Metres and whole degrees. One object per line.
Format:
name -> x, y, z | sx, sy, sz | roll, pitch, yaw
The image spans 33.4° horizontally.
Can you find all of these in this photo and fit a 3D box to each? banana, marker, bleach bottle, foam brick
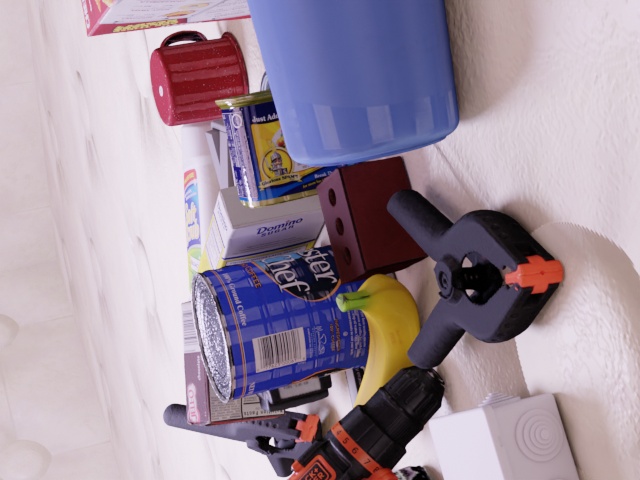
banana -> 0.042, 0.085, 0.783 | 0.037, 0.069, 0.198 | 53, 159, 39
marker -> 0.029, 0.107, 0.912 | 0.020, 0.020, 0.121 | 169, 89, -72
bleach bottle -> -0.123, -0.037, 1.202 | 0.103, 0.068, 0.251 | -154, 56, -66
foam brick -> 0.036, -0.015, 0.764 | 0.053, 0.051, 0.078 | 143, 113, -70

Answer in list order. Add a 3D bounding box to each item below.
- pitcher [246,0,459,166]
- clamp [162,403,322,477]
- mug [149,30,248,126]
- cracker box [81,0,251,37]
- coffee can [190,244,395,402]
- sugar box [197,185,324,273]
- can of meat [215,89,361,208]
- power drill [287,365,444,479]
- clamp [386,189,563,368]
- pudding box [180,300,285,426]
pitcher -> 0.004, -0.173, 0.645 | 0.149, 0.145, 0.243 | -49, -52, -73
clamp -> -0.052, 0.206, 1.107 | 0.210, 0.164, 0.036 | -17, 48, 53
mug -> -0.131, -0.173, 1.105 | 0.093, 0.081, 0.117 | 108, 145, -56
cracker box -> -0.099, -0.222, 0.855 | 0.214, 0.164, 0.072 | -176, 76, -71
coffee can -> -0.020, 0.060, 0.834 | 0.103, 0.140, 0.103 | 168, 90, -72
sugar box -> -0.056, 0.001, 0.980 | 0.176, 0.093, 0.048 | 114, 139, -59
can of meat -> -0.021, -0.076, 0.817 | 0.057, 0.102, 0.084 | -165, 62, -69
power drill -> 0.059, 0.199, 0.725 | 0.188, 0.184, 0.057 | 44, -178, 37
clamp -> 0.089, 0.032, 0.658 | 0.172, 0.039, 0.120 | -163, 61, -69
pudding box -> -0.079, 0.110, 0.980 | 0.039, 0.089, 0.113 | -9, 81, 47
